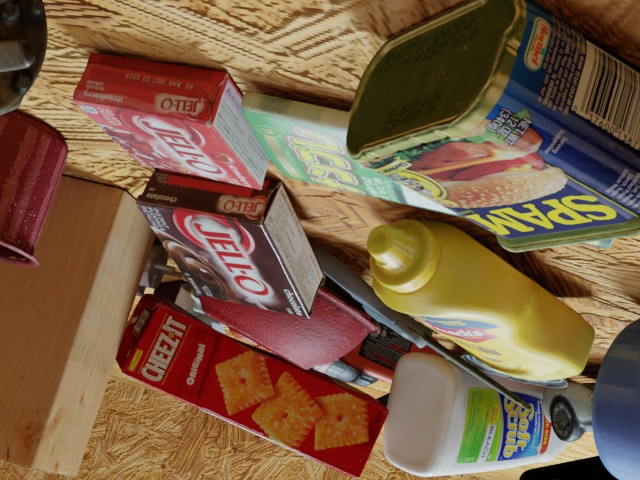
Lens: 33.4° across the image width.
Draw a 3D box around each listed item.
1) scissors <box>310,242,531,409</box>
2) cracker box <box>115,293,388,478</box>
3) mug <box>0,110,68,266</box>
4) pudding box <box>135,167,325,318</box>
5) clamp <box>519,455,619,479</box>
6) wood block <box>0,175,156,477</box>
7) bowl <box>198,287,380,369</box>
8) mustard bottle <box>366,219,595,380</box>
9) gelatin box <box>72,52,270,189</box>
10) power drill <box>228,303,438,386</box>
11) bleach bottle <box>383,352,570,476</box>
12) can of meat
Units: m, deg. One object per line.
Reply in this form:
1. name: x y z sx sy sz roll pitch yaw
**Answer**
1. scissors: 0.052 0.052 0.735 0.202 0.016 0.096 30 170 47
2. cracker box: -0.066 0.120 0.924 0.213 0.072 0.164 27 173 -12
3. mug: -0.214 -0.040 0.666 0.093 0.081 0.117 11 166 22
4. pudding box: -0.055 0.001 0.685 0.090 0.039 0.113 11 152 25
5. clamp: 0.283 0.189 0.913 0.209 0.036 0.165 -5 173 -44
6. wood block: -0.203 0.061 0.796 0.091 0.206 0.090 13 167 13
7. bowl: -0.037 0.053 0.813 0.162 0.055 0.162 29 173 4
8. mustard bottle: 0.087 0.033 0.652 0.096 0.058 0.191 14 168 41
9. gelatin box: -0.071 -0.058 0.533 0.073 0.030 0.089 12 166 17
10. power drill: 0.025 0.104 1.013 0.184 0.057 0.188 24 165 -30
11. bleach bottle: 0.163 0.153 0.955 0.250 0.102 0.068 6 -174 -45
12. can of meat: 0.068 -0.041 0.384 0.083 0.057 0.102 26 164 -23
